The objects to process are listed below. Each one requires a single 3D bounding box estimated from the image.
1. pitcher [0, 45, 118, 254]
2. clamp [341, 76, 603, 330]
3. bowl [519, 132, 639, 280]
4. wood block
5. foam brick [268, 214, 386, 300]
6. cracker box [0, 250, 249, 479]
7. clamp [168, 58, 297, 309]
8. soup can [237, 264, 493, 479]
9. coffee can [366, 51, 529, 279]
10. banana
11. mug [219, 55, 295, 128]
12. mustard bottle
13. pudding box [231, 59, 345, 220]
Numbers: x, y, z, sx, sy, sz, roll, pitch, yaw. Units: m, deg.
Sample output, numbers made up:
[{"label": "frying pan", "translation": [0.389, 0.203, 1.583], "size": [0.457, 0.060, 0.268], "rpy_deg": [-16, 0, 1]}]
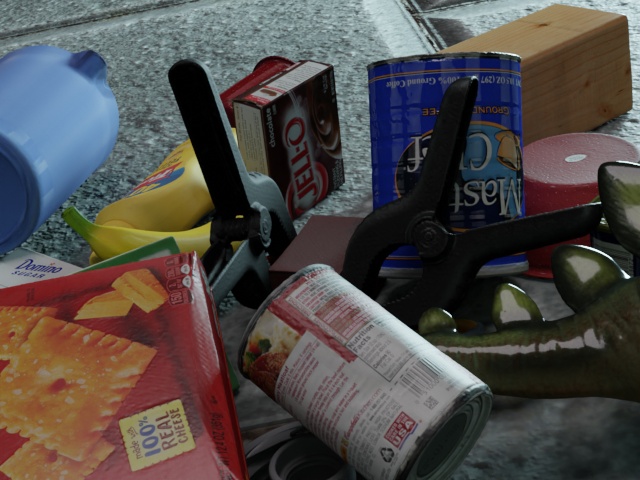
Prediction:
[{"label": "pitcher", "translation": [-0.263, -0.069, 0.896], "size": [0.145, 0.149, 0.243], "rpy_deg": [0, 21, 1]}, {"label": "clamp", "translation": [0.079, 0.001, 0.634], "size": [0.120, 0.171, 0.039], "rpy_deg": [41, 14, 25]}, {"label": "bowl", "translation": [0.185, -0.035, 0.771], "size": [0.162, 0.055, 0.162], "rpy_deg": [-8, 27, 4]}, {"label": "wood block", "translation": [0.161, -0.126, 0.913], "size": [0.205, 0.090, 0.091], "rpy_deg": [-26, 30, -26]}, {"label": "foam brick", "translation": [0.007, 0.023, 0.730], "size": [0.053, 0.051, 0.078], "rpy_deg": [4, 32, 25]}, {"label": "cracker box", "translation": [-0.145, 0.094, 0.496], "size": [0.213, 0.072, 0.164], "rpy_deg": [-11, 39, -6]}, {"label": "clamp", "translation": [-0.055, 0.001, 0.698], "size": [0.036, 0.210, 0.164], "rpy_deg": [-4, 68, 16]}, {"label": "soup can", "translation": [0.020, 0.066, 0.495], "size": [0.102, 0.068, 0.068], "rpy_deg": [36, 50, 27]}, {"label": "coffee can", "translation": [0.084, -0.048, 0.707], "size": [0.103, 0.140, 0.103], "rpy_deg": [-2, 2, 0]}, {"label": "banana", "translation": [-0.089, -0.004, 0.756], "size": [0.037, 0.069, 0.197], "rpy_deg": [-26, -10, 36]}, {"label": "mug", "translation": [-0.044, -0.099, 0.953], "size": [0.117, 0.093, 0.081], "rpy_deg": [41, 54, 12]}, {"label": "mustard bottle", "translation": [-0.125, -0.024, 0.837], "size": [0.096, 0.058, 0.191], "rpy_deg": [-23, 16, 30]}, {"label": "pudding box", "translation": [-0.024, -0.078, 0.865], "size": [0.039, 0.113, 0.089], "rpy_deg": [16, 38, 36]}]
